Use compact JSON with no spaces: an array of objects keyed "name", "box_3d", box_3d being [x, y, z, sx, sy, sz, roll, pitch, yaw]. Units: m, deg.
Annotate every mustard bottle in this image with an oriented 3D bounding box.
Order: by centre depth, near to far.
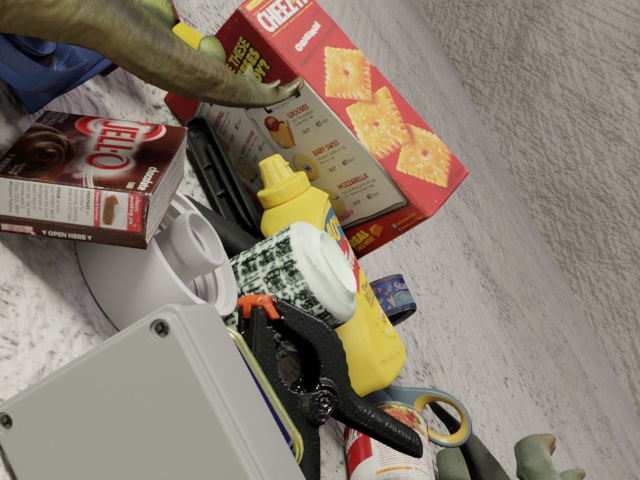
[{"name":"mustard bottle","box_3d":[0.002,0.022,0.830,0.191,0.058,0.096,63,14,-10]}]

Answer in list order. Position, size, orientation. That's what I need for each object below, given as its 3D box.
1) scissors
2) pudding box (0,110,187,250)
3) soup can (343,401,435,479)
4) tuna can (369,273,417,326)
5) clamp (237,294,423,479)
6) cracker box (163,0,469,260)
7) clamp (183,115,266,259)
[{"name":"scissors","box_3d":[0.054,0.113,0.898,0.202,0.096,0.016,63,7,3]},{"name":"pudding box","box_3d":[-0.131,-0.038,0.616,0.113,0.090,0.039,-82,178,-63]},{"name":"soup can","box_3d":[0.055,0.182,0.810,0.068,0.069,0.102,49,20,-30]},{"name":"tuna can","box_3d":[0.042,0.064,0.947,0.034,0.086,0.086,65,17,14]},{"name":"clamp","box_3d":[0.003,0.106,0.698,0.120,0.039,0.171,-27,104,-39]},{"name":"cracker box","box_3d":[-0.007,-0.088,0.872,0.213,0.164,0.072,48,56,-6]},{"name":"clamp","box_3d":[-0.056,0.001,0.858,0.210,0.036,0.164,52,18,-30]}]
